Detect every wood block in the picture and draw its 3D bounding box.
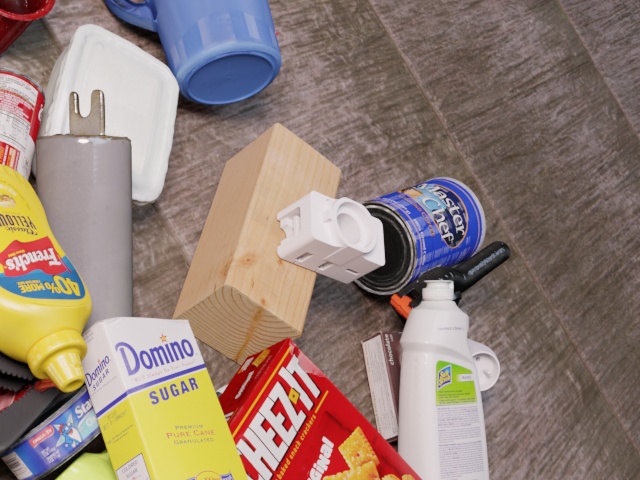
[{"bbox_3d":[-0.056,0.001,1.018,0.090,0.091,0.206,36,45,-24],"label":"wood block"}]

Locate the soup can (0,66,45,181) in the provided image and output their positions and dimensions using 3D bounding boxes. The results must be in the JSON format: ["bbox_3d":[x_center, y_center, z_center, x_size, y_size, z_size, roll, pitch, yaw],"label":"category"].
[{"bbox_3d":[-0.268,-0.083,0.878,0.068,0.069,0.102,25,51,-32],"label":"soup can"}]

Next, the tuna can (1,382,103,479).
[{"bbox_3d":[-0.197,0.143,0.797,0.034,0.086,0.086,54,41,-7],"label":"tuna can"}]

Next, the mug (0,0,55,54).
[{"bbox_3d":[-0.298,-0.210,0.916,0.117,0.082,0.093,-1,67,-45],"label":"mug"}]

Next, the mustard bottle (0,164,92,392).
[{"bbox_3d":[-0.217,0.028,0.764,0.096,0.058,0.192,7,42,-55],"label":"mustard bottle"}]

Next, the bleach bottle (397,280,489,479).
[{"bbox_3d":[0.122,0.165,1.048,0.102,0.068,0.251,4,85,-42],"label":"bleach bottle"}]

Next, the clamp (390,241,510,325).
[{"bbox_3d":[0.132,0.066,1.155,0.171,0.120,0.039,-16,44,-42],"label":"clamp"}]

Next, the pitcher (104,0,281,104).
[{"bbox_3d":[-0.129,-0.260,1.073,0.144,0.149,0.243,14,53,-52],"label":"pitcher"}]

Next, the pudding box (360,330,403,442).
[{"bbox_3d":[0.094,0.153,1.111,0.089,0.039,0.113,8,61,-42],"label":"pudding box"}]

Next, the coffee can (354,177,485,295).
[{"bbox_3d":[0.101,-0.007,1.168,0.140,0.103,0.103,-19,81,-48],"label":"coffee can"}]

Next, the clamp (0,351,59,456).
[{"bbox_3d":[-0.269,0.099,0.703,0.209,0.036,0.164,-11,73,-50],"label":"clamp"}]

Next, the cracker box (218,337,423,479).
[{"bbox_3d":[-0.008,0.215,0.921,0.213,0.072,0.164,48,42,-13],"label":"cracker box"}]

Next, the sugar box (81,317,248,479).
[{"bbox_3d":[-0.112,0.141,0.785,0.093,0.048,0.176,7,55,-52],"label":"sugar box"}]
